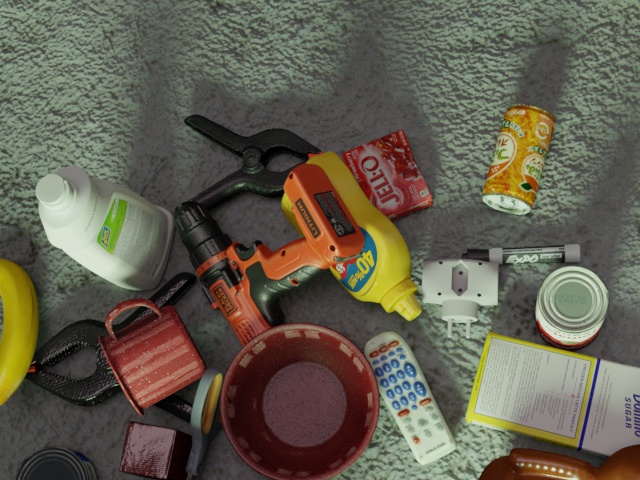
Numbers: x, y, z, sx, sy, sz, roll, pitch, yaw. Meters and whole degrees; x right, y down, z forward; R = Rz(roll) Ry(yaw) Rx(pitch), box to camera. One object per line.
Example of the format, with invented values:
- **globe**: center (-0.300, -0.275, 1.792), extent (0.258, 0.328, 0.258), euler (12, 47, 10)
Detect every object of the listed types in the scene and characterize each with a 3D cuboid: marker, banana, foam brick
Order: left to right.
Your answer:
- **banana**: center (-0.341, 0.089, 1.173), extent (0.070, 0.037, 0.198), euler (-27, 53, 8)
- **foam brick**: center (-0.166, 0.220, 1.098), extent (0.053, 0.078, 0.051), euler (8, 75, 12)
- **marker**: center (0.209, 0.016, 1.114), extent (0.121, 0.020, 0.020), euler (-3, 74, 10)

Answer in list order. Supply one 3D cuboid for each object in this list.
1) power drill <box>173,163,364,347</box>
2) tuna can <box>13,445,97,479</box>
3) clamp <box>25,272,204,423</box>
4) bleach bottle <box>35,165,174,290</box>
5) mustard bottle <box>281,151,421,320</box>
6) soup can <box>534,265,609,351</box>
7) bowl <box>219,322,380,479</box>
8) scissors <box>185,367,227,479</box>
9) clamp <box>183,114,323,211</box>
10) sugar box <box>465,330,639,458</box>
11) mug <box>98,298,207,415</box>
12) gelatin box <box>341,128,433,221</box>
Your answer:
- **power drill**: center (-0.057, 0.001, 1.106), extent (0.188, 0.057, 0.184), euler (-39, 79, 34)
- **tuna can**: center (-0.280, 0.262, 1.131), extent (0.086, 0.033, 0.086), euler (-3, 74, 10)
- **clamp**: center (-0.221, 0.118, 1.158), extent (0.210, 0.036, 0.164), euler (-3, 74, 9)
- **bleach bottle**: center (-0.221, -0.022, 1.084), extent (0.068, 0.250, 0.102), euler (7, 76, 12)
- **mustard bottle**: center (0.040, 0.005, 1.113), extent (0.058, 0.096, 0.192), euler (-23, 67, -42)
- **soup can**: center (0.246, 0.068, 1.049), extent (0.068, 0.102, 0.068), euler (-3, 74, 9)
- **bowl**: center (-0.019, 0.167, 1.091), extent (0.162, 0.055, 0.162), euler (-1, 79, 5)
- **scissors**: center (-0.120, 0.220, 1.113), extent (0.016, 0.096, 0.202), euler (17, 110, 18)
- **clamp**: center (-0.080, -0.095, 1.190), extent (0.171, 0.039, 0.120), euler (-9, 80, 5)
- **sugar box**: center (0.240, 0.157, 1.056), extent (0.176, 0.048, 0.093), euler (14, 78, 10)
- **mug**: center (-0.172, 0.108, 1.082), extent (0.081, 0.093, 0.117), euler (-29, 114, -7)
- **gelatin box**: center (0.073, -0.066, 1.157), extent (0.073, 0.030, 0.089), euler (-22, 72, 4)
